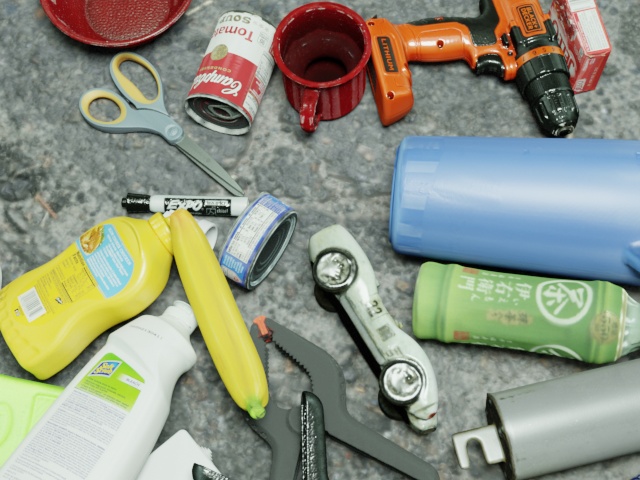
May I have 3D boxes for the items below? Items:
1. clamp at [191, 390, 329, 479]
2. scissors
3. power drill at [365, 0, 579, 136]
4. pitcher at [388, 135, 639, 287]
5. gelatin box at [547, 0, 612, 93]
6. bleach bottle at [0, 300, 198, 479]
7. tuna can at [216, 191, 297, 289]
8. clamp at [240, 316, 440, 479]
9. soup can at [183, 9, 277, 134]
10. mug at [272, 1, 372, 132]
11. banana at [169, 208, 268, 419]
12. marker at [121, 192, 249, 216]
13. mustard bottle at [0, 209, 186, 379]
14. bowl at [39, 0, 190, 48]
[{"bbox_3d":[-0.008,0.211,0.864,0.120,0.039,0.171,-41,89,-10],"label":"clamp"},{"bbox_3d":[-0.164,-0.100,1.043,0.096,0.016,0.202,-30,71,-8],"label":"scissors"},{"bbox_3d":[0.143,-0.167,1.037,0.187,0.057,0.184,-11,62,-6],"label":"power drill"},{"bbox_3d":[0.188,-0.038,0.957,0.243,0.149,0.145,5,83,7],"label":"pitcher"},{"bbox_3d":[0.249,-0.199,1.038,0.030,0.073,0.089,-11,69,-4],"label":"gelatin box"},{"bbox_3d":[-0.172,0.152,0.879,0.103,0.068,0.250,22,55,20],"label":"bleach bottle"},{"bbox_3d":[-0.056,0.001,0.962,0.034,0.086,0.086,31,72,11],"label":"tuna can"},{"bbox_3d":[-0.001,0.158,0.924,0.164,0.036,0.210,-18,69,-4],"label":"clamp"},{"bbox_3d":[-0.083,-0.163,1.038,0.068,0.068,0.102,16,69,8],"label":"soup can"},{"bbox_3d":[0.001,-0.158,1.024,0.093,0.081,0.117,9,69,6],"label":"mug"},{"bbox_3d":[-0.083,0.067,0.912,0.037,0.070,0.198,-19,69,-19],"label":"banana"},{"bbox_3d":[-0.129,-0.034,1.013,0.121,0.020,0.020,2,68,3],"label":"marker"},{"bbox_3d":[-0.194,0.034,0.950,0.191,0.058,0.096,-35,52,-1],"label":"mustard bottle"},{"bbox_3d":[-0.201,-0.253,1.083,0.162,0.055,0.162,-1,68,1],"label":"bowl"}]
